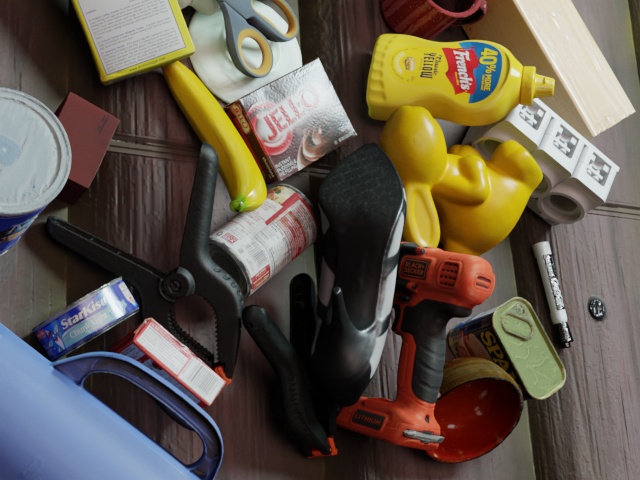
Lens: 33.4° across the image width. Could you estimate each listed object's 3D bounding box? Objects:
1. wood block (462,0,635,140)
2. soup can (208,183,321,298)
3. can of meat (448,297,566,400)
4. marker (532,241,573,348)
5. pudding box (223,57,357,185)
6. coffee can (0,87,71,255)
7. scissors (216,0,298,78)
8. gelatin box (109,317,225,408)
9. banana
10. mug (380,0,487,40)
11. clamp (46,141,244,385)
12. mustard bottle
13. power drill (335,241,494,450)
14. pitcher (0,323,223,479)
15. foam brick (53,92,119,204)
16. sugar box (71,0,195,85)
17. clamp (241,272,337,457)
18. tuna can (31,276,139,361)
[{"bbox_3d":[0.261,-0.208,1.241,0.090,0.091,0.206,-30,89,-34],"label":"wood block"},{"bbox_3d":[-0.057,0.001,1.005,0.102,0.069,0.068,-40,95,-33],"label":"soup can"},{"bbox_3d":[0.189,0.118,1.094,0.057,0.084,0.102,-27,88,-33],"label":"can of meat"},{"bbox_3d":[0.260,0.061,1.192,0.020,0.020,0.121,-4,76,-30],"label":"marker"},{"bbox_3d":[-0.030,-0.119,1.071,0.113,0.039,0.090,-34,102,-34],"label":"pudding box"},{"bbox_3d":[-0.270,-0.049,0.858,0.102,0.141,0.103,10,69,-27],"label":"coffee can"},{"bbox_3d":[-0.100,-0.223,1.023,0.201,0.016,0.096,18,83,-43],"label":"scissors"},{"bbox_3d":[-0.134,0.111,0.921,0.089,0.073,0.030,42,57,-10],"label":"gelatin box"},{"bbox_3d":[-0.094,-0.093,1.009,0.037,0.069,0.198,-32,59,3],"label":"banana"},{"bbox_3d":[0.130,-0.270,1.194,0.117,0.082,0.093,14,67,-25],"label":"mug"},{"bbox_3d":[-0.120,0.028,0.942,0.164,0.036,0.210,-32,98,8],"label":"clamp"},{"bbox_3d":[0.149,-0.167,1.125,0.192,0.058,0.096,6,61,12],"label":"mustard bottle"},{"bbox_3d":[0.072,0.093,1.009,0.057,0.185,0.187,16,86,-36],"label":"power drill"},{"bbox_3d":[-0.205,0.161,0.831,0.243,0.145,0.149,42,41,-7],"label":"pitcher"},{"bbox_3d":[-0.222,-0.081,0.950,0.053,0.051,0.078,30,62,-19],"label":"foam brick"},{"bbox_3d":[-0.190,-0.242,0.988,0.093,0.048,0.176,-20,96,-8],"label":"sugar box"},{"bbox_3d":[-0.024,0.120,0.974,0.120,0.039,0.171,-12,88,-58],"label":"clamp"},{"bbox_3d":[-0.196,0.066,0.895,0.086,0.086,0.034,-32,93,-33],"label":"tuna can"}]
